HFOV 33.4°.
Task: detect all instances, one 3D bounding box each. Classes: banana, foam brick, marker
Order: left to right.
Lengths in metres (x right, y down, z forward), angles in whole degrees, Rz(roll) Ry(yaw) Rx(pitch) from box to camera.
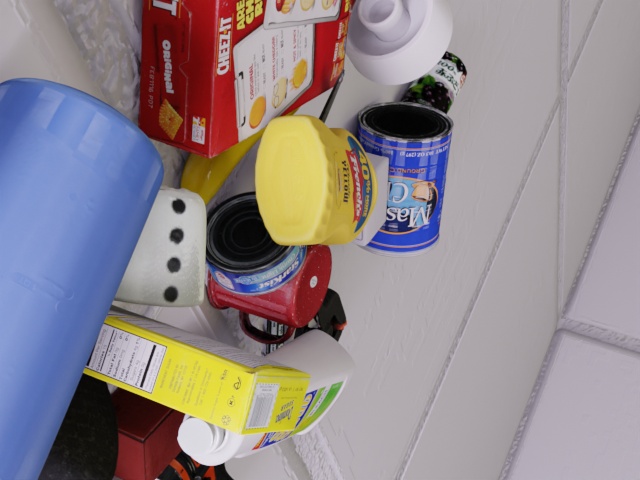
[{"bbox_3d":[-0.137,0.143,0.835,0.078,0.053,0.051,-45,145,-49],"label":"foam brick"},{"bbox_3d":[-0.064,-0.088,0.873,0.197,0.037,0.070,-52,174,-39],"label":"banana"},{"bbox_3d":[-0.047,0.116,1.083,0.020,0.020,0.121,-42,143,-53],"label":"marker"}]

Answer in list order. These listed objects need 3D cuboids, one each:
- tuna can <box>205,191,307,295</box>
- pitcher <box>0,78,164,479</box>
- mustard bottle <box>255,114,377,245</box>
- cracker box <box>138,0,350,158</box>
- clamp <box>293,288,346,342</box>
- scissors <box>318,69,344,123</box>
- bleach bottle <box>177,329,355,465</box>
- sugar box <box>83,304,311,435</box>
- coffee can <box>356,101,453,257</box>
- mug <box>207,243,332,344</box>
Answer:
[{"bbox_3d":[-0.056,0.001,0.883,0.086,0.086,0.034,-61,154,-28],"label":"tuna can"},{"bbox_3d":[-0.184,0.033,0.555,0.149,0.145,0.242,90,20,-65],"label":"pitcher"},{"bbox_3d":[0.006,-0.044,0.864,0.191,0.058,0.096,1,85,-73],"label":"mustard bottle"},{"bbox_3d":[-0.049,-0.175,0.790,0.213,0.072,0.164,-39,141,-54],"label":"cracker box"},{"bbox_3d":[-0.008,0.089,1.107,0.209,0.036,0.164,-33,133,-72],"label":"clamp"},{"bbox_3d":[-0.016,-0.074,0.929,0.096,0.016,0.202,-55,177,-14],"label":"scissors"},{"bbox_3d":[-0.052,0.139,0.888,0.103,0.068,0.250,-53,167,16],"label":"bleach bottle"},{"bbox_3d":[-0.104,0.078,0.693,0.093,0.176,0.048,23,82,-68],"label":"sugar box"},{"bbox_3d":[0.086,-0.067,1.161,0.102,0.103,0.140,-43,144,-52],"label":"coffee can"},{"bbox_3d":[-0.043,0.039,0.947,0.093,0.082,0.117,-32,134,-60],"label":"mug"}]
